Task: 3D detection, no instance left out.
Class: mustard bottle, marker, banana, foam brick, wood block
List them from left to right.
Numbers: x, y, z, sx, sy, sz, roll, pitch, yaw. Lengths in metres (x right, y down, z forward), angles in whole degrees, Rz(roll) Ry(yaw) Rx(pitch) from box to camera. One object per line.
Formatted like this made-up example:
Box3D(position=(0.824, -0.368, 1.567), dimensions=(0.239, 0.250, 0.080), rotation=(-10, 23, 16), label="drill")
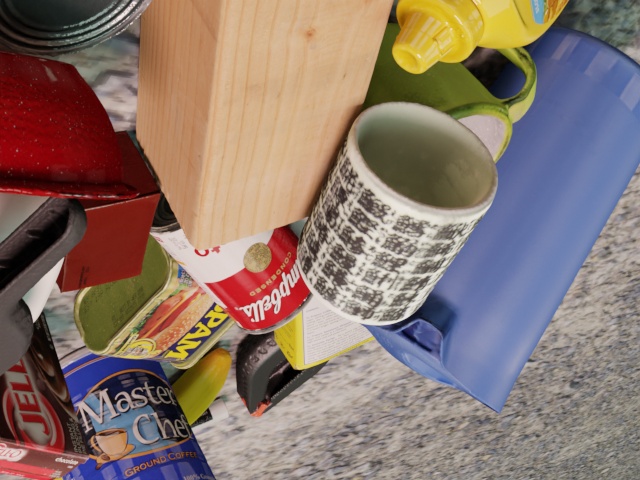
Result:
Box3D(position=(-0.131, -0.016, 0.614), dimensions=(0.052, 0.051, 0.078), rotation=(-13, 148, -29), label="foam brick")
Box3D(position=(-0.151, 0.157, 0.897), dimensions=(0.198, 0.037, 0.069), rotation=(-31, 154, 0), label="banana")
Box3D(position=(-0.140, 0.173, 0.954), dimensions=(0.121, 0.020, 0.020), rotation=(-21, 151, -19), label="marker")
Box3D(position=(-0.033, -0.098, 0.532), dimensions=(0.090, 0.091, 0.206), rotation=(-19, 151, -23), label="wood block")
Box3D(position=(0.094, -0.150, 0.512), dimensions=(0.191, 0.058, 0.096), rotation=(-52, 135, -22), label="mustard bottle")

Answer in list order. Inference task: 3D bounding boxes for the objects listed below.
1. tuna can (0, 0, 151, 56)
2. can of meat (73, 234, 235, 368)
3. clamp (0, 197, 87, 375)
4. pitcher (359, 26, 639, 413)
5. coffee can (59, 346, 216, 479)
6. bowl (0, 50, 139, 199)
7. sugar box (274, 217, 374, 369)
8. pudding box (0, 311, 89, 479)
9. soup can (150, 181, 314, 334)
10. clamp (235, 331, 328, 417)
Box3D(position=(-0.115, -0.124, 0.469), dimensions=(0.086, 0.034, 0.086), rotation=(-24, 152, -14), label="tuna can")
Box3D(position=(-0.105, 0.039, 0.727), dimensions=(0.102, 0.057, 0.083), rotation=(-44, 147, 23), label="can of meat")
Box3D(position=(-0.187, 0.032, 0.510), dimensions=(0.120, 0.039, 0.172), rotation=(4, 143, -25), label="clamp")
Box3D(position=(0.125, -0.016, 0.727), dimensions=(0.144, 0.149, 0.243), rotation=(36, 85, -34), label="pitcher")
Box3D(position=(-0.144, 0.158, 0.794), dimensions=(0.102, 0.140, 0.103), rotation=(-24, 152, -14), label="coffee can")
Box3D(position=(-0.156, -0.056, 0.461), dimensions=(0.161, 0.162, 0.055), rotation=(3, 98, -47), label="bowl")
Box3D(position=(0.011, 0.009, 0.766), dimensions=(0.093, 0.048, 0.176), rotation=(-22, 135, -21), label="sugar box")
Box3D(position=(-0.195, 0.087, 0.655), dimensions=(0.039, 0.113, 0.090), rotation=(-32, 153, 10), label="pudding box")
Box3D(position=(-0.054, 0.001, 0.660), dimensions=(0.068, 0.068, 0.102), rotation=(-35, 124, 7), label="soup can")
Box3D(position=(-0.018, 0.072, 0.890), dimensions=(0.164, 0.036, 0.210), rotation=(8, 130, -49), label="clamp")
